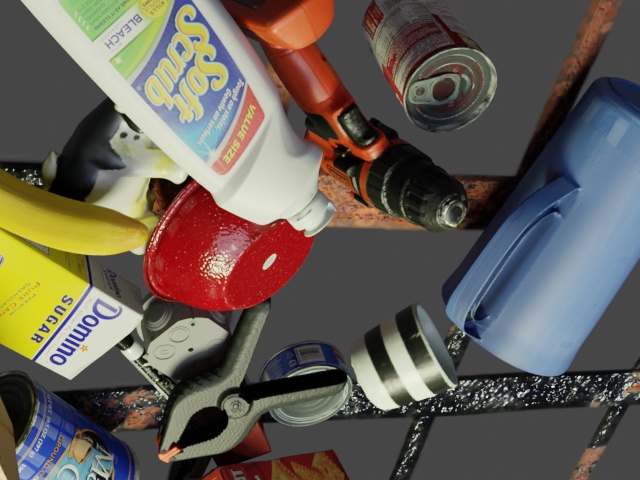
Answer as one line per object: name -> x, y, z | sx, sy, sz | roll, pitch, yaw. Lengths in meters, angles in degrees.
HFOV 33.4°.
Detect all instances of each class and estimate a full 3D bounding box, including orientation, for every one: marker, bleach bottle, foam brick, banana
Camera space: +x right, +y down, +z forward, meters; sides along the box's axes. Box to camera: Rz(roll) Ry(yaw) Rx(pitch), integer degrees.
marker -> -0.155, 0.109, 0.949 | 0.020, 0.020, 0.121 | -29, 133, 5
bleach bottle -> -0.076, -0.104, 0.691 | 0.102, 0.068, 0.250 | -44, 108, 0
foam brick -> -0.084, 0.159, 0.979 | 0.053, 0.078, 0.051 | -21, 135, -2
banana -> -0.212, -0.033, 0.740 | 0.198, 0.037, 0.070 | 30, 146, 1

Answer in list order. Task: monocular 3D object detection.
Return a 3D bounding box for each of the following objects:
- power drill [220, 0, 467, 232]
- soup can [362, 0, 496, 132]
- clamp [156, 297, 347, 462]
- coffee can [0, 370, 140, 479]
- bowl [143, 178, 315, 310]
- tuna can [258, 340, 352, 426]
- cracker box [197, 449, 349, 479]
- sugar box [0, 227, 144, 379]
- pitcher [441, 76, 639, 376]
power drill -> 0.013, -0.095, 0.735 | 0.057, 0.185, 0.187 | -41, 125, -11
soup can -> 0.075, -0.134, 0.766 | 0.068, 0.102, 0.068 | -10, 132, -12
clamp -> -0.063, 0.133, 0.907 | 0.120, 0.039, 0.171 | 40, 104, -19
coffee can -> -0.241, 0.191, 0.932 | 0.103, 0.103, 0.140 | -33, 132, 9
bowl -> -0.055, 0.001, 0.821 | 0.162, 0.055, 0.162 | -36, 152, -22
tuna can -> -0.014, 0.137, 1.016 | 0.086, 0.034, 0.086 | -10, 132, -12
cracker box -> -0.082, 0.274, 1.026 | 0.164, 0.072, 0.213 | -38, 157, 20
sugar box -> -0.232, 0.038, 0.841 | 0.093, 0.048, 0.176 | -39, 130, 16
pitcher -> 0.210, -0.012, 0.903 | 0.145, 0.149, 0.243 | 25, 116, -8
